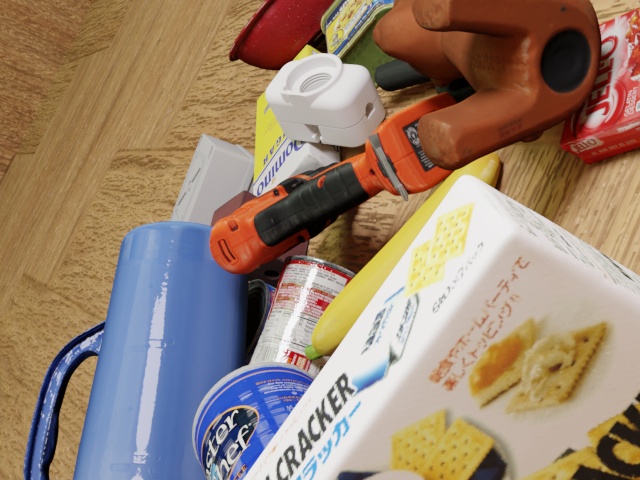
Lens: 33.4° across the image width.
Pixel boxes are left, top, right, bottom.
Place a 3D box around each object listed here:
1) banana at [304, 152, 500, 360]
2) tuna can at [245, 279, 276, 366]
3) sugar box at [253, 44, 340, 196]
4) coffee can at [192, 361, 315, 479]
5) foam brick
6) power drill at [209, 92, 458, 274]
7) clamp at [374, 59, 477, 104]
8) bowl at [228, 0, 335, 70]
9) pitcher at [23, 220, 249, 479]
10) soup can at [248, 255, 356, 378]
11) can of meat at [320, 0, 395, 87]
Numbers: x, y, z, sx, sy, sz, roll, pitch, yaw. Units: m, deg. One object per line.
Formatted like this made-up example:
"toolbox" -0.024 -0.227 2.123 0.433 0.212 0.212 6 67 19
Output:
"banana" 0.055 0.014 0.728 0.198 0.037 0.069 -46 16 5
"tuna can" -0.057 0.080 0.932 0.086 0.033 0.086 -45 29 34
"sugar box" -0.024 -0.103 1.043 0.093 0.048 0.176 -44 29 34
"coffee can" -0.021 0.155 0.698 0.103 0.102 0.140 -59 25 8
"foam brick" -0.056 0.001 0.959 0.053 0.078 0.051 -34 35 46
"power drill" 0.026 -0.045 0.815 0.188 0.057 0.184 -28 5 39
"clamp" 0.111 -0.149 0.833 0.165 0.036 0.210 -49 26 22
"bowl" -0.022 -0.230 1.116 0.162 0.055 0.162 -47 1 0
"pitcher" -0.131 0.112 0.851 0.145 0.149 0.243 -23 56 47
"soup can" -0.012 0.071 0.810 0.069 0.068 0.102 -12 55 60
"can of meat" 0.048 -0.198 0.987 0.102 0.057 0.084 -46 31 32
